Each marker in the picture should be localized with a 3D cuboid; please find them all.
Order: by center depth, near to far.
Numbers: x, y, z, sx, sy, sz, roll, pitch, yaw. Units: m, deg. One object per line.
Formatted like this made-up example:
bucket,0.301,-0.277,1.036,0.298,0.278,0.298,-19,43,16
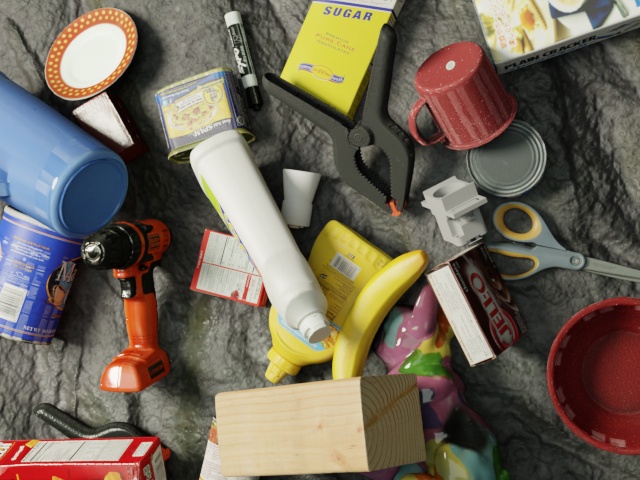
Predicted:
marker,-0.089,-0.210,1.257,0.020,0.020,0.121,-16,83,12

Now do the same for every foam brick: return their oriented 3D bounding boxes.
foam brick,-0.250,-0.130,1.274,0.051,0.053,0.078,-32,81,10

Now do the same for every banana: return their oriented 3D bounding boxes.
banana,0.056,0.092,1.139,0.070,0.037,0.198,29,103,36

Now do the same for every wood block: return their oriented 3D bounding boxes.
wood block,-0.005,0.190,1.095,0.207,0.090,0.090,-14,78,42

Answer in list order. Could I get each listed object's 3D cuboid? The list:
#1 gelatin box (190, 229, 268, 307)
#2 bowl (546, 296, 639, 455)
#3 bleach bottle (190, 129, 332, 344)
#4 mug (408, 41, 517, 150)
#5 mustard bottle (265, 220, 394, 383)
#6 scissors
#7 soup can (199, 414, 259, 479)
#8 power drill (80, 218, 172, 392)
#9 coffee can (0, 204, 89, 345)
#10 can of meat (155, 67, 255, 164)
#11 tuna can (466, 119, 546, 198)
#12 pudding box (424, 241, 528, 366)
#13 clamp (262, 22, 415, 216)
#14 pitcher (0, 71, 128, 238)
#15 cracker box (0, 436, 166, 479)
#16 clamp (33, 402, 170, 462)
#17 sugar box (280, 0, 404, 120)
gelatin box,-0.099,0.032,1.239,0.089,0.030,0.073,13,88,14
bowl,0.320,0.140,1.118,0.162,0.055,0.162,-1,86,13
bleach bottle,-0.058,0.001,1.156,0.068,0.102,0.251,-27,59,-7
mug,0.143,-0.150,1.143,0.117,0.081,0.093,-38,35,-1
mustard bottle,-0.002,0.079,1.197,0.096,0.058,0.192,36,95,12
scissors,0.270,0.003,1.159,0.202,0.016,0.096,-2,87,13
soup can,-0.099,0.255,1.205,0.068,0.068,0.102,13,90,14
power drill,-0.214,0.071,1.196,0.057,0.184,0.188,2,96,14
coffee can,-0.343,0.040,1.259,0.103,0.102,0.140,20,91,14
can of meat,-0.136,-0.145,1.246,0.102,0.057,0.084,-17,80,11
tuna can,0.205,-0.089,1.171,0.086,0.033,0.086,-1,86,13
pudding box,0.167,0.067,1.134,0.039,0.089,0.113,-30,86,35
clamp,0.036,-0.121,1.173,0.165,0.036,0.210,-10,113,27
pitcher,-0.342,-0.094,1.212,0.243,0.144,0.149,30,86,31
cracker box,-0.280,0.314,1.220,0.214,0.072,0.164,-4,105,12
clamp,-0.264,0.262,1.261,0.171,0.039,0.120,8,102,15
sugar box,0.025,-0.231,1.217,0.093,0.048,0.176,23,94,12
